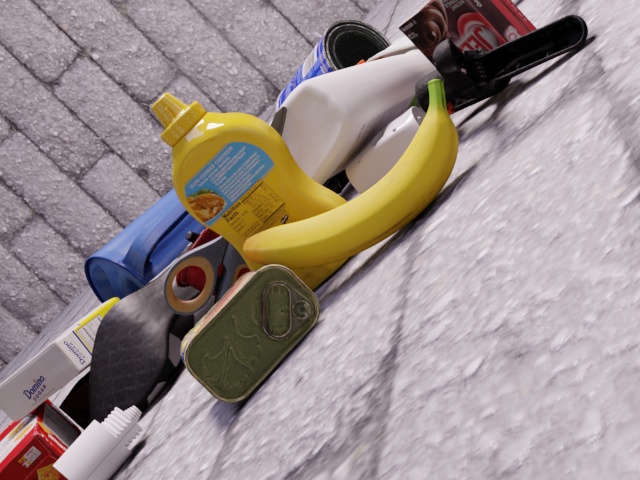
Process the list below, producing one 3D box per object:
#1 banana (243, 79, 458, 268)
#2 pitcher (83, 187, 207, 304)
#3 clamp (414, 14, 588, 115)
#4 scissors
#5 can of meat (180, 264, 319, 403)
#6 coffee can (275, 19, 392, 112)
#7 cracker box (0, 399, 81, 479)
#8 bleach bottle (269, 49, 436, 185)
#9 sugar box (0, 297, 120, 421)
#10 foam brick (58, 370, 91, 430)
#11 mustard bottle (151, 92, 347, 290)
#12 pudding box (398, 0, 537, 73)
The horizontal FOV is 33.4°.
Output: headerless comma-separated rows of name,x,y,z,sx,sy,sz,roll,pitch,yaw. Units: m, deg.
banana,0.032,-0.029,0.782,0.198,0.070,0.037,-39,-29,12
pitcher,-0.150,-0.008,1.256,0.149,0.145,0.242,1,40,48
clamp,0.131,-0.133,0.832,0.120,0.039,0.171,-9,-4,-7
scissors,-0.082,-0.015,0.896,0.016,0.096,0.202,-89,3,-79
can of meat,-0.056,0.067,0.789,0.102,0.057,0.084,-46,7,-10
coffee can,0.019,-0.186,1.298,0.102,0.103,0.141,-53,4,-37
cracker box,-0.309,0.248,1.044,0.164,0.072,0.214,-47,11,-8
bleach bottle,0.049,-0.120,0.983,0.250,0.068,0.103,-30,-20,-54
sugar box,-0.260,0.120,1.101,0.093,0.048,0.176,-37,6,15
foam brick,-0.222,0.156,1.110,0.078,0.053,0.051,-42,10,25
mustard bottle,-0.060,-0.043,0.849,0.096,0.191,0.058,-41,11,24
pudding box,0.129,-0.178,0.918,0.039,0.090,0.114,-47,9,-17
